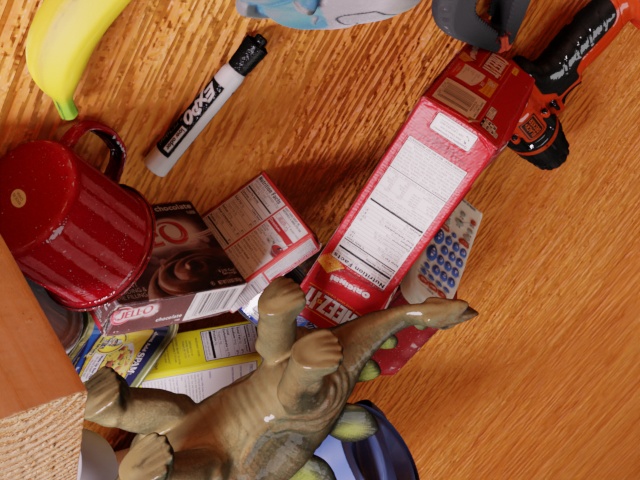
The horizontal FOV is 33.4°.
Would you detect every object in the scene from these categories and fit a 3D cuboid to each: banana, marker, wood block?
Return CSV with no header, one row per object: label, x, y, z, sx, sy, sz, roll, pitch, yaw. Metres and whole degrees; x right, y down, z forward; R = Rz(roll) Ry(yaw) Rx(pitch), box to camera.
banana,-0.109,-0.151,0.606,0.198,0.037,0.069,-45,169,15
marker,-0.077,-0.093,0.731,0.121,0.020,0.020,-47,149,16
wood block,-0.215,0.046,0.588,0.090,0.206,0.091,-18,145,-30

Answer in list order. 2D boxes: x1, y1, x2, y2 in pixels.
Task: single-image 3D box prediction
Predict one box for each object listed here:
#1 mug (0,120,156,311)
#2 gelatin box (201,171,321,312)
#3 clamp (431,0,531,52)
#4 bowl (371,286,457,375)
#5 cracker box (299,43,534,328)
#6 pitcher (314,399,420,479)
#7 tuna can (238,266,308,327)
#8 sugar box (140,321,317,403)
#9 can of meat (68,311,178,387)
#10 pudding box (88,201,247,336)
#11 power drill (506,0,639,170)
mug,-0.161,-0.022,0.684,0.081,0.093,0.117,44,66,-55
gelatin box,-0.055,0.001,0.831,0.089,0.073,0.030,-36,151,-4
clamp,0.108,-0.200,0.762,0.164,0.036,0.210,-32,151,-10
bowl,0.084,0.082,1.052,0.162,0.055,0.162,-45,172,-8
cracker box,0.074,-0.038,0.844,0.214,0.072,0.164,-58,177,31
pitcher,-0.017,0.286,1.198,0.243,0.145,0.149,-35,160,27
tuna can,-0.042,0.040,0.888,0.034,0.086,0.086,-47,149,19
sugar box,-0.078,0.113,0.944,0.176,0.048,0.093,-11,145,-13
can of meat,-0.174,0.078,0.829,0.083,0.057,0.102,7,127,-48
pudding box,-0.123,0.018,0.766,0.113,0.090,0.039,-7,140,-43
power drill,0.233,-0.151,0.943,0.188,0.057,0.184,-44,150,10
